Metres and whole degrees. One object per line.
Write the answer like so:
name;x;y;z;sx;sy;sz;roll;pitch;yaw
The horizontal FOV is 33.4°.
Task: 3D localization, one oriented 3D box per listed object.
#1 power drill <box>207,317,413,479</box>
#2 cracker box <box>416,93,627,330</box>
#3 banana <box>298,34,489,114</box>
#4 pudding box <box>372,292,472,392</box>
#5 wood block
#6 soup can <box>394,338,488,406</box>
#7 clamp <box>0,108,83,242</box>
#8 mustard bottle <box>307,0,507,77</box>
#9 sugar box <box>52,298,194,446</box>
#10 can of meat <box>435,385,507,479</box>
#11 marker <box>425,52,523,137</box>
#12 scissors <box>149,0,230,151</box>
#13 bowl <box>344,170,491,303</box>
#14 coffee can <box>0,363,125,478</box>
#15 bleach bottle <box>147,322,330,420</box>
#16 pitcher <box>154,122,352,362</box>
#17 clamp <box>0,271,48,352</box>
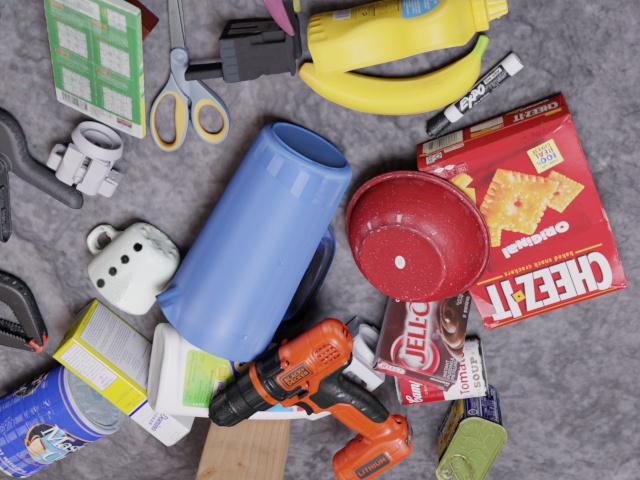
power drill;-0.004;0.190;1.162;0.185;0.057;0.187;-34;115;19
cracker box;0.215;-0.025;1.132;0.164;0.072;0.213;-19;114;15
banana;0.079;-0.163;1.100;0.198;0.037;0.069;-8;98;8
pudding box;0.113;0.102;1.184;0.090;0.113;0.039;17;149;-4
wood block;-0.088;0.264;1.230;0.090;0.206;0.091;6;116;2
soup can;0.139;0.152;1.230;0.102;0.068;0.068;-8;115;9
clamp;-0.338;-0.085;1.173;0.120;0.039;0.171;-16;114;11
mustard bottle;0.086;-0.210;1.039;0.192;0.096;0.058;-11;114;11
sugar box;-0.221;0.155;1.251;0.048;0.093;0.176;-39;106;23
can of meat;0.175;0.227;1.254;0.057;0.084;0.102;20;116;-5
marker;0.157;-0.148;1.106;0.121;0.020;0.020;-39;107;21
scissors;-0.130;-0.182;1.119;0.096;0.016;0.202;14;117;-3
bowl;0.093;0.010;1.110;0.162;0.055;0.162;13;126;18
coffee can;-0.322;0.211;1.283;0.140;0.102;0.102;-29;110;18
bleach bottle;-0.067;0.154;1.225;0.250;0.068;0.102;6;98;-22
pitcher;-0.058;0.001;1.150;0.145;0.149;0.243;32;112;5
clamp;-0.414;0.063;1.255;0.165;0.036;0.210;-35;109;19
